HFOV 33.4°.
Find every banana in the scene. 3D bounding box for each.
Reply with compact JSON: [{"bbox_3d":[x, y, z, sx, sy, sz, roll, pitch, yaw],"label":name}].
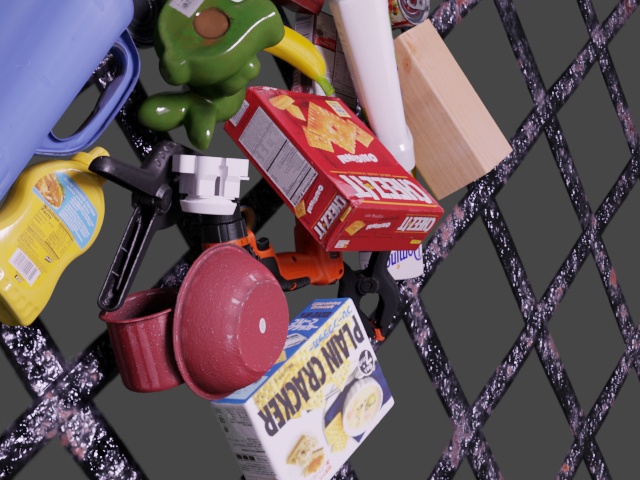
[{"bbox_3d":[-0.064,-0.229,1.229,0.197,0.037,0.069,18,37,-32],"label":"banana"}]

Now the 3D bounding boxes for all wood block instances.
[{"bbox_3d":[0.147,-0.170,1.393,0.206,0.090,0.090,56,41,-4],"label":"wood block"}]

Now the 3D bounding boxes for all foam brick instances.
[{"bbox_3d":[-0.034,-0.308,1.270,0.078,0.051,0.053,21,90,-46],"label":"foam brick"}]

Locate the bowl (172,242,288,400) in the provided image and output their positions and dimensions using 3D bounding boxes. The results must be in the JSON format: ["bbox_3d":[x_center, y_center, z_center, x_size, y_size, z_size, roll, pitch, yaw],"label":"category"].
[{"bbox_3d":[-0.079,0.084,1.075,0.161,0.055,0.162,-9,101,-58],"label":"bowl"}]

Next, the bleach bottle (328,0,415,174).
[{"bbox_3d":[0.071,-0.181,1.307,0.102,0.068,0.251,-100,176,-70],"label":"bleach bottle"}]

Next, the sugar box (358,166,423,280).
[{"bbox_3d":[0.089,-0.035,1.400,0.093,0.048,0.176,-7,91,-48],"label":"sugar box"}]

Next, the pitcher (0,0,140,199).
[{"bbox_3d":[-0.270,-0.142,0.946,0.145,0.149,0.242,100,14,-65],"label":"pitcher"}]

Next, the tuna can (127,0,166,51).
[{"bbox_3d":[-0.195,-0.238,1.104,0.085,0.034,0.086,5,83,-48],"label":"tuna can"}]

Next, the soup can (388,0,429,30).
[{"bbox_3d":[0.079,-0.301,1.367,0.068,0.102,0.068,5,83,-48],"label":"soup can"}]

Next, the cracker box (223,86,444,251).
[{"bbox_3d":[0.016,-0.083,1.209,0.163,0.214,0.072,0,132,-48],"label":"cracker box"}]

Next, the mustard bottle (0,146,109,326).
[{"bbox_3d":[-0.256,-0.019,1.000,0.096,0.058,0.191,56,50,-32],"label":"mustard bottle"}]

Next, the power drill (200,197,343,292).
[{"bbox_3d":[-0.058,0.001,1.200,0.187,0.057,0.184,-17,105,-46],"label":"power drill"}]

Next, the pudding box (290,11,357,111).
[{"bbox_3d":[0.008,-0.222,1.329,0.089,0.039,0.113,13,79,-47],"label":"pudding box"}]

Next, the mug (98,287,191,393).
[{"bbox_3d":[-0.161,0.097,1.079,0.117,0.093,0.081,-33,116,-53],"label":"mug"}]

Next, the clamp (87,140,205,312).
[{"bbox_3d":[-0.174,-0.033,1.081,0.209,0.036,0.165,-46,146,-61],"label":"clamp"}]

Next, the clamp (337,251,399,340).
[{"bbox_3d":[0.045,0.047,1.332,0.039,0.120,0.171,-103,-172,-71],"label":"clamp"}]
